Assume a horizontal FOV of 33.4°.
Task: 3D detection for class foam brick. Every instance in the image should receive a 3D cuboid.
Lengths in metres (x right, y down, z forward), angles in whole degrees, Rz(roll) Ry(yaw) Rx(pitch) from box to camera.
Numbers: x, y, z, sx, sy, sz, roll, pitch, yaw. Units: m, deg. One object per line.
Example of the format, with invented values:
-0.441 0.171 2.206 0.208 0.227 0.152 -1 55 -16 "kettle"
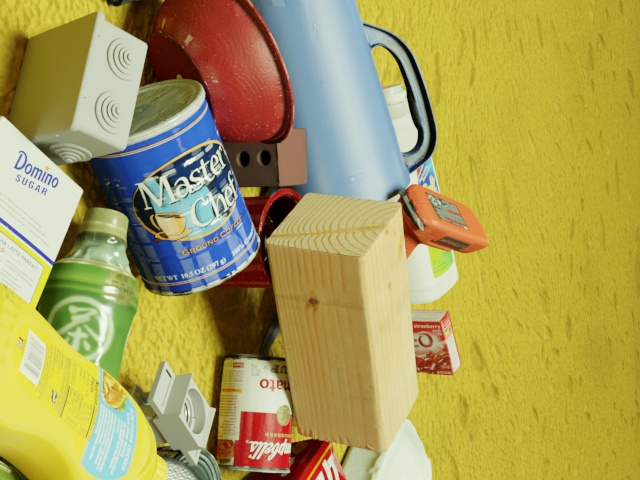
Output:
-0.057 -0.074 0.972 0.051 0.078 0.053 -8 96 -61 "foam brick"

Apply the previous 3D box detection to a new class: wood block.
0.023 0.073 0.935 0.090 0.091 0.206 -51 141 -49 "wood block"

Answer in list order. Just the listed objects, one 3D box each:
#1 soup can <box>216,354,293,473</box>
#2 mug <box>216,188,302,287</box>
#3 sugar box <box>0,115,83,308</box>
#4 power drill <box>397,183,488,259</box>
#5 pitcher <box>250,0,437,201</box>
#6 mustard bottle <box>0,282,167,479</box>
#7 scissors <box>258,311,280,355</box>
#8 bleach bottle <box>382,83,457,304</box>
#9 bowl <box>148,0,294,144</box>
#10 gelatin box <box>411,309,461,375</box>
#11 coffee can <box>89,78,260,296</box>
-0.058 0.158 0.971 0.068 0.069 0.102 21 70 -58 "soup can"
-0.056 0.001 0.966 0.117 0.082 0.093 -4 92 -60 "mug"
-0.228 0.015 0.708 0.093 0.048 0.176 50 44 -46 "sugar box"
0.073 0.035 1.057 0.184 0.188 0.057 18 36 -47 "power drill"
0.006 -0.152 1.027 0.149 0.145 0.243 -36 117 -51 "pitcher"
-0.159 0.117 0.677 0.191 0.058 0.096 49 24 -34 "mustard bottle"
-0.012 0.051 1.106 0.096 0.016 0.201 52 46 -46 "scissors"
0.103 -0.058 1.264 0.102 0.068 0.251 -32 113 -56 "bleach bottle"
-0.092 -0.139 0.872 0.055 0.162 0.162 -33 121 -24 "bowl"
0.113 0.119 1.245 0.030 0.089 0.073 -44 126 -50 "gelatin box"
-0.118 -0.042 0.842 0.102 0.103 0.140 -53 133 -46 "coffee can"
